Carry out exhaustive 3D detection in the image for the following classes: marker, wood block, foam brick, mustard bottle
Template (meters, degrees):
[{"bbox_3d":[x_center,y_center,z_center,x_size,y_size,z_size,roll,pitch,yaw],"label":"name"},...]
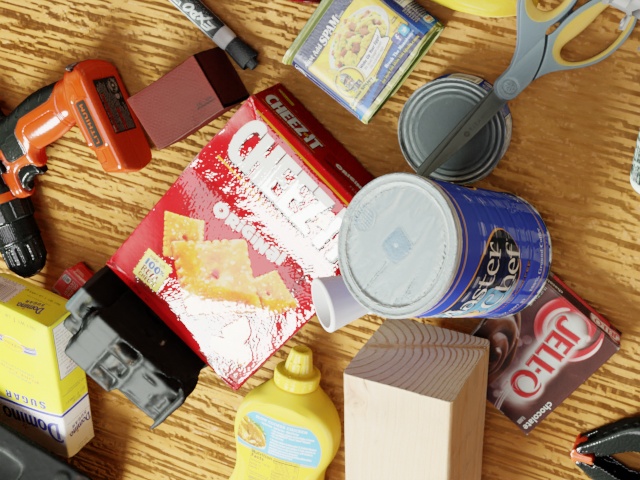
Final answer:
[{"bbox_3d":[-0.098,-0.186,0.893,0.121,0.020,0.020,43,117,4],"label":"marker"},{"bbox_3d":[0.078,0.178,0.876,0.091,0.090,0.206,13,123,24],"label":"wood block"},{"bbox_3d":[-0.111,-0.120,0.902,0.078,0.051,0.053,-27,96,27],"label":"foam brick"},{"bbox_3d":[-0.032,0.183,0.965,0.096,0.058,0.192,17,112,17],"label":"mustard bottle"}]

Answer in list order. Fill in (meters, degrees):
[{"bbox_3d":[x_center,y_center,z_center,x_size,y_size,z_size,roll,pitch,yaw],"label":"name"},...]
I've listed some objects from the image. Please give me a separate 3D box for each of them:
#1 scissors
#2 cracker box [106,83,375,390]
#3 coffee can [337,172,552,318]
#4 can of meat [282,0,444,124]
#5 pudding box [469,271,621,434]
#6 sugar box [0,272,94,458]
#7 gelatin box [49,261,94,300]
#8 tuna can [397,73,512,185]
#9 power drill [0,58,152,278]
[{"bbox_3d":[0.135,-0.134,0.786,0.202,0.016,0.096,-30,102,8],"label":"scissors"},{"bbox_3d":[-0.056,0.001,0.908,0.164,0.072,0.214,45,116,2],"label":"cracker box"},{"bbox_3d":[0.095,0.007,0.796,0.103,0.140,0.103,-4,84,39],"label":"coffee can"},{"bbox_3d":[0.034,-0.154,0.832,0.084,0.057,0.102,40,117,3],"label":"can of meat"},{"bbox_3d":[0.172,0.087,0.864,0.090,0.039,0.114,42,117,4],"label":"pudding box"},{"bbox_3d":[-0.270,0.121,1.012,0.093,0.048,0.176,21,129,24],"label":"sugar box"},{"bbox_3d":[-0.233,0.075,1.024,0.073,0.030,0.089,45,117,2],"label":"gelatin box"},{"bbox_3d":[0.106,-0.087,0.837,0.086,0.033,0.086,7,109,19],"label":"tuna can"},{"bbox_3d":[-0.248,-0.070,0.968,0.188,0.057,0.184,-19,99,25],"label":"power drill"}]
